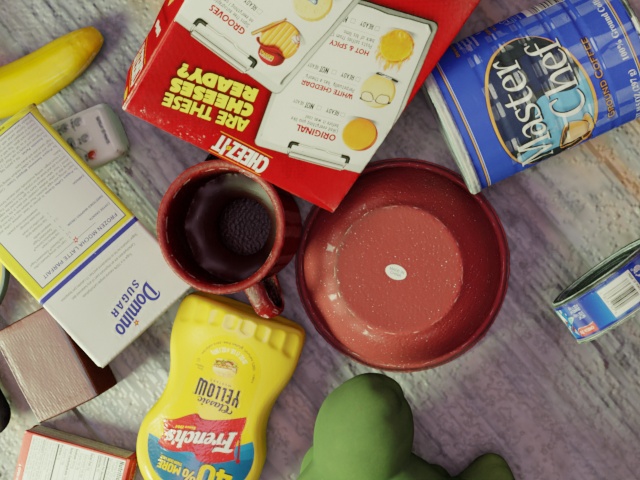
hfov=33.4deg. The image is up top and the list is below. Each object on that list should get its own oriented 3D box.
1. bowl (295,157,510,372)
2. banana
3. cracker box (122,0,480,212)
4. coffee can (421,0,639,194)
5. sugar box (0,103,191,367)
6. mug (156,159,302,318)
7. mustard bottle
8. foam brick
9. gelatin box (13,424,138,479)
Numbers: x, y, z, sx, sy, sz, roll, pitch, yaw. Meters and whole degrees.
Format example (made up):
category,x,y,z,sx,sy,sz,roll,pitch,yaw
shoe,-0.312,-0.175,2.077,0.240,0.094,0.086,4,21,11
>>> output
category,x,y,z,sx,sy,sz,roll,pitch,yaw
bowl,0.058,0.020,0.776,0.162,0.055,0.162,0,92,7
banana,-0.262,-0.123,0.816,0.198,0.037,0.069,-3,92,6
cracker box,-0.007,-0.147,0.690,0.164,0.072,0.214,26,115,-20
coffee can,0.148,-0.107,0.738,0.140,0.102,0.103,-25,89,6
sugar box,-0.183,-0.003,0.768,0.093,0.048,0.176,-42,97,-13
mug,-0.055,0.001,0.770,0.093,0.081,0.117,-28,84,11
mustard bottle,-0.084,0.141,0.794,0.096,0.058,0.192,19,94,1
foam brick,-0.199,0.091,0.808,0.051,0.053,0.078,-28,88,6
gelatin box,-0.190,0.189,0.821,0.089,0.030,0.073,14,92,6
